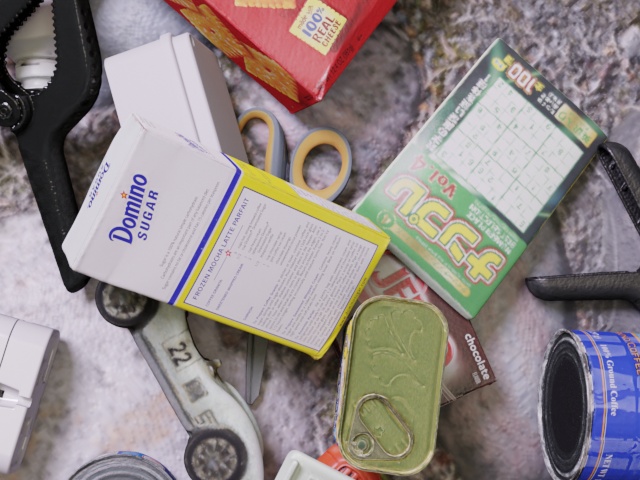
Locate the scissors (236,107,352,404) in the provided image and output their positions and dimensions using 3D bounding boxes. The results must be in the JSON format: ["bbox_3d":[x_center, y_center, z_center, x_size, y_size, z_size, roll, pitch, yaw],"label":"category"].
[{"bbox_3d":[-0.017,0.006,0.733,0.096,0.016,0.202,-8,85,-2],"label":"scissors"}]

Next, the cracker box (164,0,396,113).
[{"bbox_3d":[-0.040,-0.215,0.700,0.213,0.072,0.164,41,77,-14],"label":"cracker box"}]

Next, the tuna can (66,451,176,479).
[{"bbox_3d":[-0.130,0.181,0.696,0.086,0.034,0.086,1,84,-6],"label":"tuna can"}]

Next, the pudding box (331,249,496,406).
[{"bbox_3d":[0.054,0.063,0.724,0.090,0.039,0.113,-23,87,-8],"label":"pudding box"}]

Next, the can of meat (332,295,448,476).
[{"bbox_3d":[0.039,0.089,0.657,0.057,0.084,0.102,8,82,-3],"label":"can of meat"}]

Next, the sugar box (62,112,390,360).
[{"bbox_3d":[-0.054,0.001,0.641,0.176,0.048,0.093,25,100,-27],"label":"sugar box"}]

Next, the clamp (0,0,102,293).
[{"bbox_3d":[-0.188,-0.076,0.683,0.164,0.036,0.210,29,105,-4],"label":"clamp"}]
